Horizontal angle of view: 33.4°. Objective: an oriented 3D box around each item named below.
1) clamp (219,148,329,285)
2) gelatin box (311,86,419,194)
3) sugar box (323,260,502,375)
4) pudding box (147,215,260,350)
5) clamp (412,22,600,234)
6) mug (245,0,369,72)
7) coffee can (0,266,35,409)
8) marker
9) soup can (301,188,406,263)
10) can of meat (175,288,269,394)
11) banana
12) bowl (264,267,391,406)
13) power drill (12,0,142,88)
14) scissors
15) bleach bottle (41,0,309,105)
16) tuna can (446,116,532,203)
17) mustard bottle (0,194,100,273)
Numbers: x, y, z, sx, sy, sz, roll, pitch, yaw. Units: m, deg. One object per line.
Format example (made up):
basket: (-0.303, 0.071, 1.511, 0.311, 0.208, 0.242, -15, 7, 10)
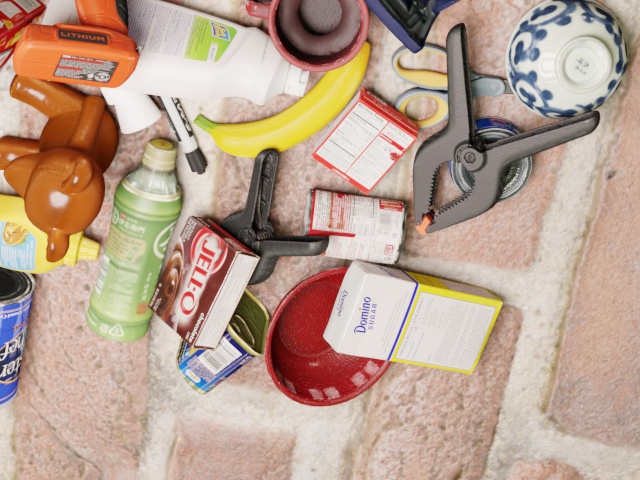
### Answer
clamp: (-0.057, 0.001, 1.097, 0.039, 0.120, 0.172, -13, 150, -38)
gelatin box: (0.045, -0.101, 1.084, 0.073, 0.030, 0.089, 33, 123, -14)
sugar box: (0.098, 0.083, 1.130, 0.176, 0.048, 0.093, 14, 105, -26)
pudding box: (-0.121, 0.043, 1.095, 0.039, 0.090, 0.113, 13, 105, -45)
clamp: (0.161, -0.086, 1.043, 0.164, 0.036, 0.210, 29, 120, 10)
mug: (-0.013, -0.215, 1.009, 0.117, 0.081, 0.093, 5, 112, 0)
coffee can: (-0.369, 0.101, 1.151, 0.102, 0.103, 0.140, 14, 114, -6)
marker: (-0.145, -0.121, 1.090, 0.020, 0.020, 0.121, -19, 113, 9)
soup can: (0.034, -0.014, 1.110, 0.102, 0.068, 0.068, 7, 115, -3)
can of meat: (-0.106, 0.107, 1.151, 0.084, 0.102, 0.057, -38, 110, 18)
banana: (-0.029, -0.131, 1.074, 0.198, 0.037, 0.069, -24, 113, 11)
bowl: (0.006, 0.095, 1.151, 0.161, 0.055, 0.162, -9, 113, -23)
power drill: (-0.232, -0.232, 0.940, 0.184, 0.187, 0.057, 4, 155, -24)
scissors: (0.162, -0.140, 1.079, 0.201, 0.016, 0.096, 18, 115, -7)
bleach bottle: (-0.136, -0.176, 1.022, 0.250, 0.102, 0.068, 14, 151, -6)
tuna can: (0.174, -0.081, 1.095, 0.086, 0.033, 0.086, 0, 115, 1)
mustard bottle: (-0.327, -0.009, 1.119, 0.191, 0.058, 0.096, 13, 139, -6)
